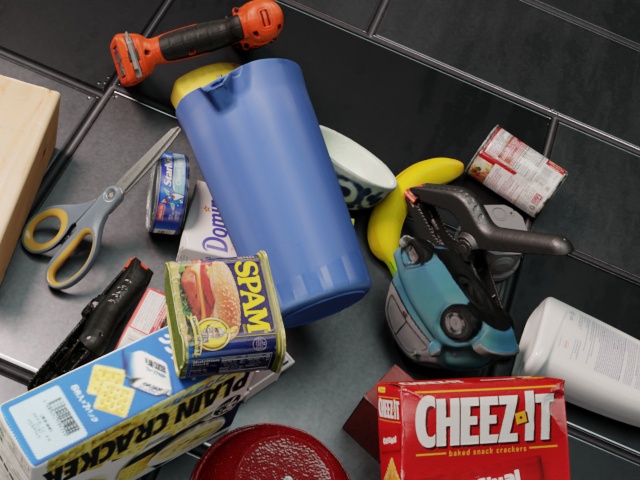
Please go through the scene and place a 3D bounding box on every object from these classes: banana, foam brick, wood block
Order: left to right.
[{"bbox_3d":[-0.333,-0.058,1.061,0.090,0.091,0.206,16,53,-7],"label":"wood block"},{"bbox_3d":[0.064,0.167,1.032,0.051,0.078,0.052,43,55,12],"label":"foam brick"},{"bbox_3d":[0.101,-0.041,1.219,0.069,0.037,0.197,46,54,-17],"label":"banana"}]

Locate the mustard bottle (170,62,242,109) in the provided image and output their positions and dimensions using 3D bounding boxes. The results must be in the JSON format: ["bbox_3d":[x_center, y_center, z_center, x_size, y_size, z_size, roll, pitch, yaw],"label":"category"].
[{"bbox_3d":[-0.083,-0.113,1.196,0.096,0.058,0.192,-19,63,-34],"label":"mustard bottle"}]

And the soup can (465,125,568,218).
[{"bbox_3d":[0.232,-0.081,1.263,0.102,0.069,0.068,35,53,8],"label":"soup can"}]

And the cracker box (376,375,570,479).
[{"bbox_3d":[0.141,0.232,0.959,0.164,0.072,0.214,0,85,-17],"label":"cracker box"}]

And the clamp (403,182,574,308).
[{"bbox_3d":[0.170,0.001,1.135,0.036,0.165,0.210,-16,57,-39],"label":"clamp"}]

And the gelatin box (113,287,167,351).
[{"bbox_3d":[-0.172,0.099,1.011,0.030,0.073,0.089,24,52,-1],"label":"gelatin box"}]

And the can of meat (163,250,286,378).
[{"bbox_3d":[-0.081,0.061,0.875,0.083,0.057,0.102,-4,56,-16],"label":"can of meat"}]

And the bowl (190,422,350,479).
[{"bbox_3d":[-0.037,0.230,0.971,0.162,0.055,0.162,8,55,-12],"label":"bowl"}]

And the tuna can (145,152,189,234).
[{"bbox_3d":[-0.159,-0.049,1.111,0.033,0.086,0.086,6,54,-15],"label":"tuna can"}]

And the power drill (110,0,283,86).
[{"bbox_3d":[-0.143,-0.228,1.220,0.187,0.184,0.057,-19,98,-11],"label":"power drill"}]

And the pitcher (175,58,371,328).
[{"bbox_3d":[-0.037,-0.042,1.046,0.149,0.145,0.243,-12,74,-33],"label":"pitcher"}]

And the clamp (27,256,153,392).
[{"bbox_3d":[-0.201,0.071,1.001,0.039,0.120,0.171,45,48,-17],"label":"clamp"}]

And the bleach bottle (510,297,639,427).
[{"bbox_3d":[0.334,0.156,1.132,0.251,0.068,0.102,26,53,-1],"label":"bleach bottle"}]

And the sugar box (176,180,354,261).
[{"bbox_3d":[-0.057,0.001,1.132,0.176,0.048,0.093,15,53,-8],"label":"sugar box"}]

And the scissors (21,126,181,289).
[{"bbox_3d":[-0.228,-0.046,1.076,0.096,0.016,0.201,26,82,21],"label":"scissors"}]
